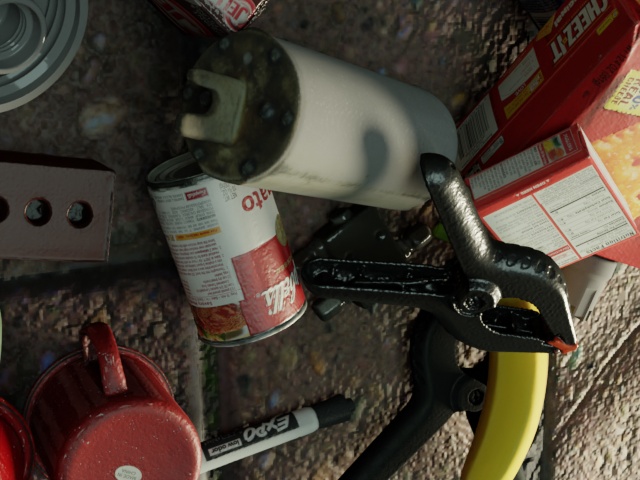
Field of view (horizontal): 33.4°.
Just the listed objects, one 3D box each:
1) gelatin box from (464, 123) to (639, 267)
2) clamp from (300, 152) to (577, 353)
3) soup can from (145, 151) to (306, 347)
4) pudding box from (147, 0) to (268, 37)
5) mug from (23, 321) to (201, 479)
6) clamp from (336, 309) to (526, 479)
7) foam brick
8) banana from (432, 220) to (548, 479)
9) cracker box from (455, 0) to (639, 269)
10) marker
[{"bbox_3d":[0.138,-0.020,0.631,0.073,0.030,0.089,-26,138,21],"label":"gelatin box"},{"bbox_3d":[0.077,0.026,0.625,0.171,0.120,0.039,38,41,-28],"label":"clamp"},{"bbox_3d":[-0.054,0.001,0.617,0.068,0.069,0.102,-23,110,-18],"label":"soup can"},{"bbox_3d":[-0.087,-0.154,0.554,0.113,0.090,0.039,44,81,-25],"label":"pudding box"},{"bbox_3d":[-0.117,0.104,0.605,0.093,0.082,0.117,-8,105,-22],"label":"mug"},{"bbox_3d":[0.087,0.105,0.722,0.164,0.036,0.210,3,98,-23],"label":"clamp"},{"bbox_3d":[-0.156,-0.019,0.576,0.078,0.051,0.053,3,100,-24],"label":"foam brick"},{"bbox_3d":[0.114,0.080,0.690,0.069,0.037,0.198,-6,98,1],"label":"banana"},{"bbox_3d":[0.212,-0.062,0.674,0.213,0.072,0.164,17,134,-26],"label":"cracker box"},{"bbox_3d":[-0.033,0.124,0.682,0.121,0.020,0.020,-16,108,-20],"label":"marker"}]
